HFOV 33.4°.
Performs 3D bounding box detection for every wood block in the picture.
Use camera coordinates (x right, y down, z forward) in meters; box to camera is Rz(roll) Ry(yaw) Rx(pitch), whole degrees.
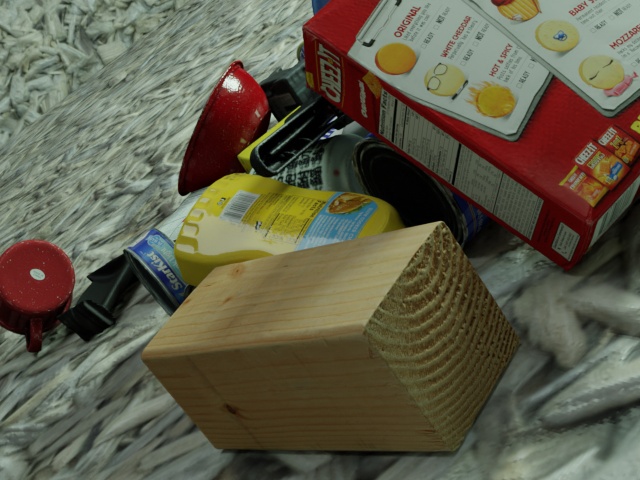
[{"bbox_3d":[-0.001,0.064,0.633,0.207,0.090,0.090,-12,31,48],"label":"wood block"}]

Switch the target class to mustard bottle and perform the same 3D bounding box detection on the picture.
[{"bbox_3d":[0.001,0.005,0.738,0.192,0.058,0.096,10,44,26],"label":"mustard bottle"}]

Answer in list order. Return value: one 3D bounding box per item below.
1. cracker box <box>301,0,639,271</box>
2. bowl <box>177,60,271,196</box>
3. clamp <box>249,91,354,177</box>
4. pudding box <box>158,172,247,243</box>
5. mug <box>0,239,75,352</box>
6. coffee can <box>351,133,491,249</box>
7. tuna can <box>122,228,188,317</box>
[{"bbox_3d":[0.121,-0.105,0.664,0.164,0.214,0.072,-45,-21,-21],"label":"cracker box"},{"bbox_3d":[-0.097,-0.112,1.163,0.162,0.055,0.162,26,-92,-86],"label":"bowl"},{"bbox_3d":[0.007,-0.101,0.821,0.164,0.036,0.210,-34,8,-6],"label":"clamp"},{"bbox_3d":[-0.121,-0.015,1.075,0.090,0.039,0.113,-16,26,43],"label":"pudding box"},{"bbox_3d":[-0.301,0.058,1.112,0.093,0.117,0.082,2,-16,-19],"label":"mug"},{"bbox_3d":[0.106,-0.073,0.746,0.140,0.102,0.103,-43,21,-20],"label":"coffee can"},{"bbox_3d":[-0.130,0.032,0.917,0.033,0.086,0.086,-39,20,-16],"label":"tuna can"}]
